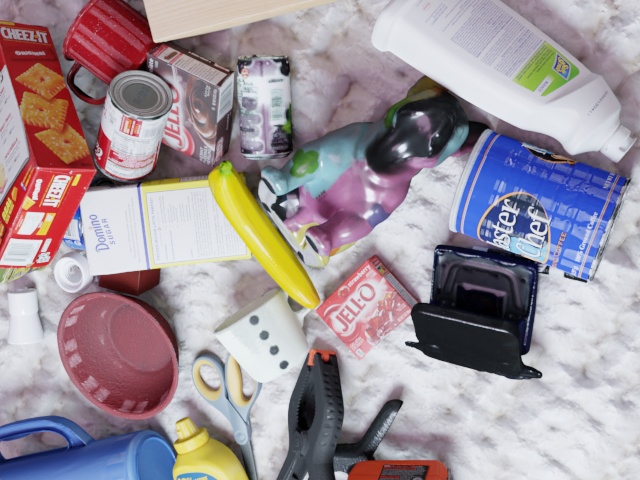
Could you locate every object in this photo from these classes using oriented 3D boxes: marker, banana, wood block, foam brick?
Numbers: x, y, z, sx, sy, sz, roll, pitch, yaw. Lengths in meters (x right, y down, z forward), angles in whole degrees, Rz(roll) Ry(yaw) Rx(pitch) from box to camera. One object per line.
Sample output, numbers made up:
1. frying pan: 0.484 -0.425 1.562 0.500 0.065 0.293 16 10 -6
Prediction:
1. marker: 0.209 0.024 1.053 0.121 0.020 0.020 9 107 20
2. banana: -0.065 -0.009 1.099 0.037 0.070 0.197 -35 119 -2
3. wood block: -0.068 -0.264 1.055 0.206 0.090 0.091 -9 100 24
4. foam brick: -0.213 0.016 1.208 0.053 0.051 0.078 15 109 17

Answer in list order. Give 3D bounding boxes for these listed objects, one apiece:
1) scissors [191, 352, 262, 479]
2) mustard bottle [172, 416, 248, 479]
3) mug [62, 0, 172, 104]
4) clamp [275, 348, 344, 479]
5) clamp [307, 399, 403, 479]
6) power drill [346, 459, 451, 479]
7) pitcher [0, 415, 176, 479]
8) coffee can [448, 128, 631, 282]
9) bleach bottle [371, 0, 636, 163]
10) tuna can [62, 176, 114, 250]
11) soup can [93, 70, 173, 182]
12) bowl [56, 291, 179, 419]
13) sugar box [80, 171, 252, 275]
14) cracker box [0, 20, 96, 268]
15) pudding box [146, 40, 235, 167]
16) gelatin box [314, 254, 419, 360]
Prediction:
1. scissors: -0.107 0.214 1.235 0.096 0.016 0.202 10 107 22
2. mustard bottle: -0.120 0.292 1.231 0.096 0.058 0.191 -19 97 43
3. mug: -0.219 -0.196 1.131 0.081 0.093 0.117 37 88 5
4. clamp: -0.005 0.224 1.140 0.165 0.036 0.210 9 89 62
5. clamp: 0.048 0.241 1.164 0.172 0.039 0.120 -19 95 23
6. power drill: 0.085 0.322 1.140 0.185 0.057 0.187 -6 118 19
7. pitcher: -0.296 0.294 1.275 0.243 0.145 0.149 -19 137 22
8. coffee can: 0.203 -0.033 0.994 0.140 0.102 0.103 22 111 16
9. bleach bottle: 0.175 -0.152 0.982 0.251 0.068 0.102 38 71 8
10. tuna can: -0.259 -0.031 1.196 0.034 0.086 0.086 9 107 18
11. soup can: -0.194 -0.118 1.106 0.068 0.068 0.102 38 140 9
12. bowl: -0.222 0.123 1.230 0.162 0.055 0.162 10 115 22
13. sugar box: -0.164 -0.019 1.144 0.176 0.048 0.093 -5 102 -2
14. cracker box: -0.318 -0.102 1.142 0.164 0.071 0.214 -54 48 40
15. pudding box: -0.138 -0.143 1.122 0.090 0.039 0.114 26 135 14
16. gelatin box: 0.049 0.071 1.125 0.073 0.030 0.089 48 115 5
